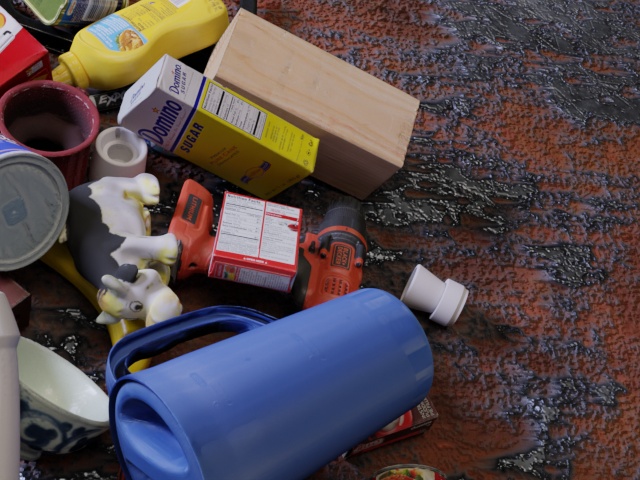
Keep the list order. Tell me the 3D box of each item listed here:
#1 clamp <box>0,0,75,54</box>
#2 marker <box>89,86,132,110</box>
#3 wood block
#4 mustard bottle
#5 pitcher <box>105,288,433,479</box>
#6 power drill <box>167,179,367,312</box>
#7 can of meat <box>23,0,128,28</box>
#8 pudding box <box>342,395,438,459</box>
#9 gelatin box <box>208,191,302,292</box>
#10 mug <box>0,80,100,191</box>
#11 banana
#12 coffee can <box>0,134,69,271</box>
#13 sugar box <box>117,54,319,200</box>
[{"bbox_3d":[-0.346,-0.218,1.101,0.171,0.039,0.120,36,48,8],"label":"clamp"},{"bbox_3d":[-0.217,-0.145,1.101,0.120,0.020,0.020,-17,62,-29],"label":"marker"},{"bbox_3d":[-0.016,-0.135,1.084,0.206,0.091,0.090,25,61,-15],"label":"wood block"},{"bbox_3d":[-0.194,-0.203,1.099,0.191,0.058,0.096,-31,48,-20],"label":"mustard bottle"},{"bbox_3d":[-0.037,0.117,0.828,0.242,0.145,0.149,-22,99,-35],"label":"pitcher"},{"bbox_3d":[-0.047,0.000,1.013,0.187,0.057,0.184,13,36,-2],"label":"power drill"},{"bbox_3d":[-0.268,-0.267,1.129,0.102,0.057,0.083,46,30,24],"label":"can of meat"},{"bbox_3d":[0.041,0.132,0.969,0.089,0.039,0.113,-14,59,-26],"label":"pudding box"},{"bbox_3d":[-0.056,0.001,0.941,0.073,0.030,0.089,12,41,-7],"label":"gelatin box"},{"bbox_3d":[-0.255,-0.098,1.012,0.093,0.082,0.117,25,50,0],"label":"mug"},{"bbox_3d":[-0.199,0.051,0.946,0.069,0.037,0.198,-16,60,-37],"label":"banana"},{"bbox_3d":[-0.296,-0.046,0.911,0.102,0.103,0.140,-30,40,-34],"label":"coffee can"},{"bbox_3d":[-0.098,-0.104,1.028,0.176,0.094,0.048,24,61,-26],"label":"sugar box"}]
